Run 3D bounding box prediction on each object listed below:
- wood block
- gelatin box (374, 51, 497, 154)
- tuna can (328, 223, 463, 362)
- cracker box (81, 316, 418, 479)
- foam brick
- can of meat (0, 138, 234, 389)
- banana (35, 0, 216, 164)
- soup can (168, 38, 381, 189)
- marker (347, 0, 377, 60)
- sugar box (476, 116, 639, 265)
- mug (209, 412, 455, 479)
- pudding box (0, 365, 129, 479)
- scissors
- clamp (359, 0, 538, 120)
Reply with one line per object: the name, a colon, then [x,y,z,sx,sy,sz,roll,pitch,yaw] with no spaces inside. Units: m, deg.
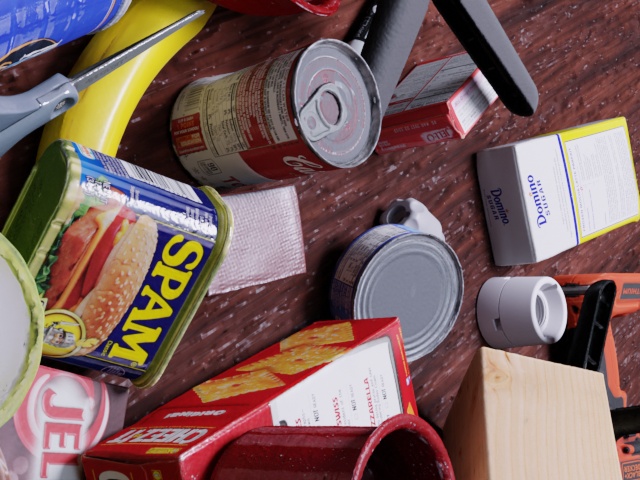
wood block: [0.130,0.176,0.657,0.090,0.090,0.206,12,39,-5]
gelatin box: [0.082,-0.096,0.730,0.089,0.073,0.030,-49,119,-39]
tuna can: [0.048,0.033,0.684,0.086,0.034,0.086,-9,108,-30]
cracker box: [-0.017,0.148,0.568,0.213,0.072,0.164,-24,104,-56]
foam brick: [-0.054,0.001,0.587,0.078,0.053,0.051,-12,94,-46]
can of meat: [-0.103,0.011,0.499,0.083,0.057,0.102,21,106,-33]
banana: [-0.105,-0.074,0.558,0.069,0.037,0.197,63,42,-59]
soup can: [-0.027,-0.067,0.588,0.068,0.102,0.068,8,79,-46]
marker: [0.043,-0.162,0.738,0.020,0.020,0.121,48,53,-31]
sugar box: [0.197,-0.043,0.869,0.175,0.048,0.093,-15,96,-43]
mug: [0.010,0.123,0.472,0.117,0.082,0.093,9,77,-55]
pudding box: [-0.140,0.113,0.488,0.089,0.039,0.113,24,69,-45]
scissors: [-0.124,-0.066,0.469,0.201,0.096,0.016,-41,86,-18]
clamp: [0.056,-0.150,0.624,0.164,0.036,0.210,-26,113,-33]
